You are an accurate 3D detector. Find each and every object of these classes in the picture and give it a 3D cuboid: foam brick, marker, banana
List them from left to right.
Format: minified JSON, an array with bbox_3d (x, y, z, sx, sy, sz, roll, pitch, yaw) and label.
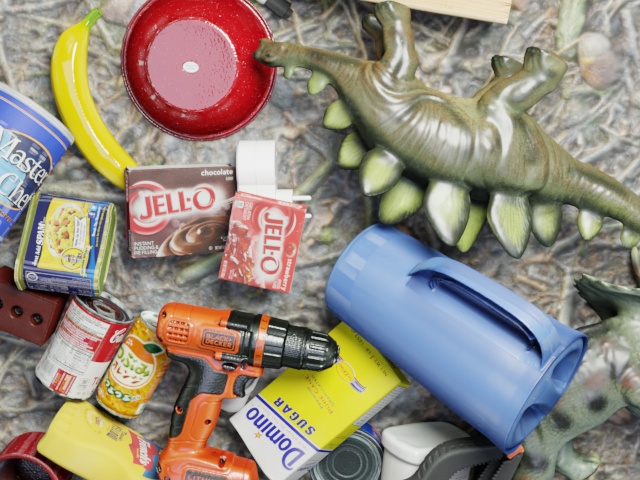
[{"bbox_3d":[-0.313,0.068,1.124,0.078,0.051,0.053,21,102,-3],"label":"foam brick"},{"bbox_3d":[-0.231,-0.133,1.087,0.069,0.037,0.198,-14,101,5],"label":"banana"},{"bbox_3d":[-0.079,-0.261,1.065,0.121,0.020,0.020,35,101,-6],"label":"marker"}]

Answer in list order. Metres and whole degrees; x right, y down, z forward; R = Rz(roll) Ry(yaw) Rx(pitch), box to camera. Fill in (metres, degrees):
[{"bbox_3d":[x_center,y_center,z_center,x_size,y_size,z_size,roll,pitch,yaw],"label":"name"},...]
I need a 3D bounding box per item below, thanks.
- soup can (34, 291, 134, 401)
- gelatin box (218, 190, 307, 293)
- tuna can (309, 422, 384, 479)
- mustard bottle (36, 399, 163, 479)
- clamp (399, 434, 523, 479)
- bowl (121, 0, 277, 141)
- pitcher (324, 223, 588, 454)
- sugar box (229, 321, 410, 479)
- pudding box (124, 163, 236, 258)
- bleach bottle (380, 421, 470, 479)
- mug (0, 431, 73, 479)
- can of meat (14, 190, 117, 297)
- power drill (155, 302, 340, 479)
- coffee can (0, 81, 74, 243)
[{"bbox_3d":[-0.250,0.109,1.123,0.068,0.068,0.102,29,102,-5],"label":"soup can"},{"bbox_3d":[-0.057,0.001,1.059,0.073,0.030,0.089,12,103,-2],"label":"gelatin box"},{"bbox_3d":[0.029,0.237,1.161,0.086,0.033,0.086,0,102,1],"label":"tuna can"},{"bbox_3d":[-0.201,0.240,1.135,0.191,0.096,0.058,32,100,-5],"label":"mustard bottle"},{"bbox_3d":[0.107,0.255,1.070,0.210,0.036,0.164,-44,112,11],"label":"clamp"},{"bbox_3d":[-0.125,-0.177,1.066,0.162,0.055,0.162,0,102,2],"label":"bowl"},{"bbox_3d":[0.125,0.079,1.029,0.243,0.144,0.149,34,108,25],"label":"pitcher"},{"bbox_3d":[-0.002,0.170,1.124,0.176,0.048,0.093,-41,67,6],"label":"sugar box"},{"bbox_3d":[-0.142,-0.032,1.091,0.113,0.039,0.090,-4,103,-17],"label":"pudding box"},{"bbox_3d":[0.099,0.324,1.151,0.102,0.068,0.251,-1,106,-34],"label":"bleach bottle"},{"bbox_3d":[-0.311,0.268,1.152,0.093,0.081,0.117,-14,101,4],"label":"mug"},{"bbox_3d":[-0.258,0.004,1.091,0.084,0.057,0.102,8,66,-3],"label":"can of meat"},{"bbox_3d":[-0.084,0.162,1.075,0.184,0.057,0.188,11,99,3],"label":"power drill"},{"bbox_3d":[-0.324,-0.072,1.045,0.103,0.103,0.140,34,78,-6],"label":"coffee can"}]
